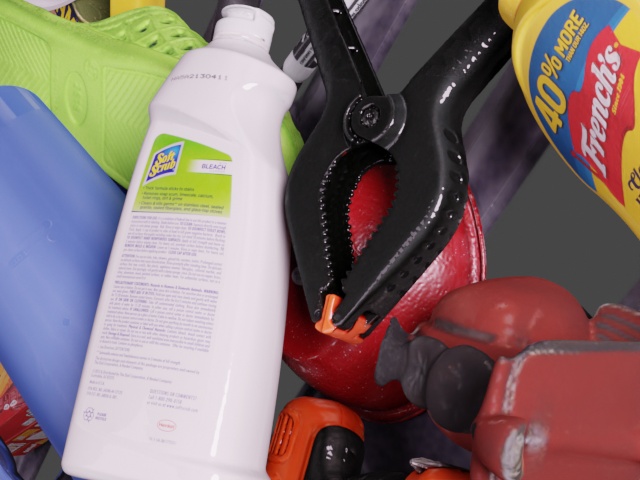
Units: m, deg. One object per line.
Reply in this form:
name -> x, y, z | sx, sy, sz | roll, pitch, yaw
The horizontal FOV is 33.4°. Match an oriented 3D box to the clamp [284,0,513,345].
clamp -> 0.041, -0.056, 0.493 | 0.165, 0.036, 0.210 | -2, 73, 37

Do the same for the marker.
marker -> 0.001, -0.118, 0.616 | 0.121, 0.020, 0.020 | -47, 52, 40

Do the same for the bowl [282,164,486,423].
bowl -> 0.011, 0.017, 0.564 | 0.162, 0.055, 0.162 | -5, 84, 53

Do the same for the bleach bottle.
bleach bottle -> -0.054, 0.001, 0.537 | 0.103, 0.068, 0.251 | 5, 75, 22

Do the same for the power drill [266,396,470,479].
power drill -> 0.007, 0.163, 0.478 | 0.188, 0.057, 0.184 | -12, 62, 63

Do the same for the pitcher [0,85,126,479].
pitcher -> -0.159, 0.032, 0.643 | 0.243, 0.149, 0.145 | 50, 127, 13
